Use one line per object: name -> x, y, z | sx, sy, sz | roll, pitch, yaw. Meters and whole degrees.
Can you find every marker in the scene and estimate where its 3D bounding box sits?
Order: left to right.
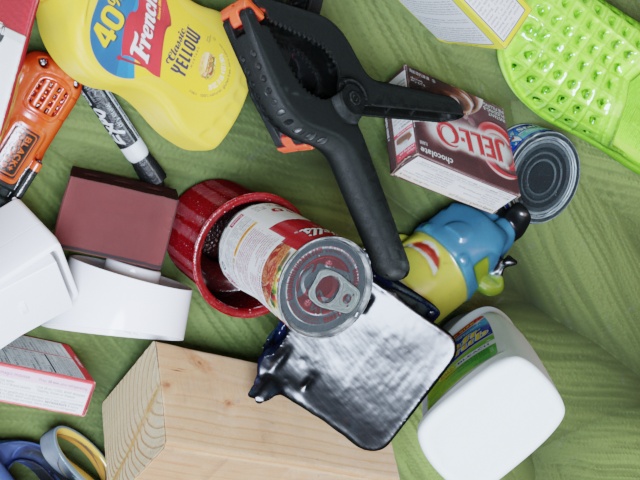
marker -> -0.146, -0.085, 0.760 | 0.020, 0.020, 0.121 | -38, 120, -14

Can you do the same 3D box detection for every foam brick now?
foam brick -> -0.144, -0.017, 0.750 | 0.078, 0.053, 0.051 | 12, 100, -12

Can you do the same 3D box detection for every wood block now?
wood block -> -0.053, 0.157, 0.824 | 0.205, 0.090, 0.091 | 17, 132, -32

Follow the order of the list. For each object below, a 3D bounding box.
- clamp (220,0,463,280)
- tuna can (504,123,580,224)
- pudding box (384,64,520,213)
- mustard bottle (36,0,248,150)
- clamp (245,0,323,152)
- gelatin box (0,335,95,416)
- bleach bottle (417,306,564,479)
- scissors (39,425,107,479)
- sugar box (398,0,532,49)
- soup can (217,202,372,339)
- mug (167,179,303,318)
clamp -> 0.019, -0.096, 0.737 | 0.210, 0.036, 0.164 | 46, 50, -22
tuna can -> 0.186, -0.058, 0.940 | 0.086, 0.034, 0.086 | -9, 109, -26
pudding box -> 0.104, -0.080, 0.859 | 0.113, 0.090, 0.039 | 16, 142, -30
mustard bottle -> -0.128, -0.141, 0.706 | 0.191, 0.058, 0.096 | 32, 73, -43
clamp -> -0.031, -0.150, 0.750 | 0.120, 0.039, 0.171 | 6, 80, -45
gelatin box -> -0.211, 0.090, 0.745 | 0.089, 0.073, 0.030 | 17, 97, -32
bleach bottle -> 0.120, 0.107, 0.841 | 0.102, 0.251, 0.068 | -40, 95, 6
scissors -> -0.142, 0.221, 0.800 | 0.016, 0.096, 0.201 | -32, 110, 19
sugar box -> 0.070, -0.215, 0.795 | 0.176, 0.093, 0.048 | 41, 82, -32
soup can -> -0.019, 0.018, 0.712 | 0.068, 0.102, 0.068 | -8, 109, -26
mug -> -0.055, 0.001, 0.798 | 0.117, 0.082, 0.093 | -2, 106, -28
